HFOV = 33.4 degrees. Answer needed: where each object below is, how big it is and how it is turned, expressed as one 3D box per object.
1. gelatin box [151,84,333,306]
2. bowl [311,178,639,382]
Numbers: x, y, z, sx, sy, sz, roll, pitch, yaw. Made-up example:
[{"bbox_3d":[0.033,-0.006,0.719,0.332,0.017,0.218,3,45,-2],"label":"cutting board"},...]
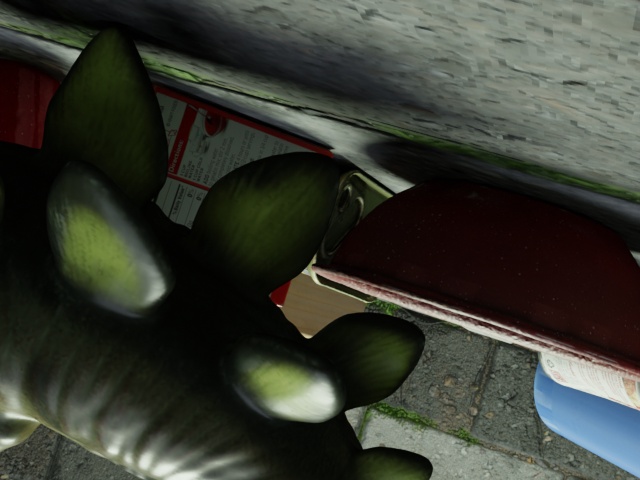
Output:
[{"bbox_3d":[-0.048,-0.019,0.467,0.089,0.073,0.030,19,176,-19],"label":"gelatin box"},{"bbox_3d":[0.080,0.013,0.466,0.162,0.055,0.162,18,177,1],"label":"bowl"}]
